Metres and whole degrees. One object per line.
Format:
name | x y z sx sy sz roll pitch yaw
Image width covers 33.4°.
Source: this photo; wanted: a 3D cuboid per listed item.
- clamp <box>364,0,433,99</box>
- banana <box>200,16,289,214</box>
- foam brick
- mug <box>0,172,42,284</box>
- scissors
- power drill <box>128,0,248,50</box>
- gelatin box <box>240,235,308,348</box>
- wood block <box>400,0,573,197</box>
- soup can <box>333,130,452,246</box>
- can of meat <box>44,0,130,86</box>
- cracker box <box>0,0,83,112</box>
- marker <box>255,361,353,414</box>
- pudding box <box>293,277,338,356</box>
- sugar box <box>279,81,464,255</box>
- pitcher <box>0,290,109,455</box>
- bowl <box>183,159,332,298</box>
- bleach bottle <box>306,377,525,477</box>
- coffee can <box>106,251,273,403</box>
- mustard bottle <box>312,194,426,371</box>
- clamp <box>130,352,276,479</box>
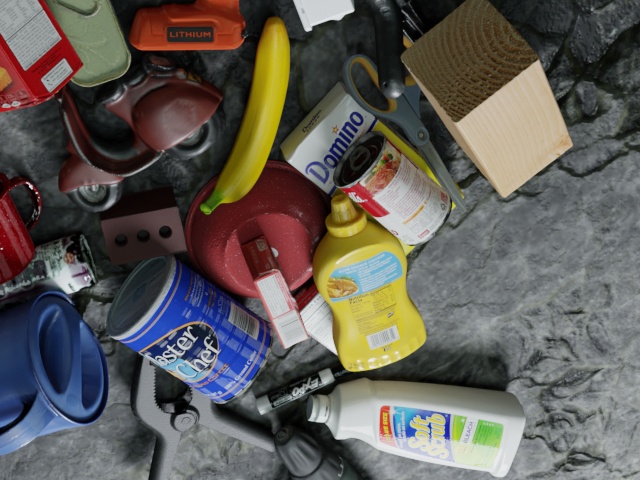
clamp | 0.062 -0.216 0.982 0.039 0.120 0.171 -15 115 31
banana | -0.062 -0.117 1.028 0.037 0.069 0.198 21 102 9
foam brick | -0.178 -0.015 1.062 0.078 0.051 0.053 -12 119 -6
mug | -0.316 -0.014 1.018 0.117 0.093 0.081 -42 132 -32
scissors | 0.102 -0.125 1.062 0.201 0.016 0.096 40 74 -25
power drill | -0.131 -0.264 0.937 0.184 0.057 0.188 -1 118 -12
gelatin box | -0.045 0.050 1.049 0.030 0.073 0.089 -23 119 -2
wood block | 0.161 -0.129 0.998 0.091 0.090 0.206 -39 155 7
soup can | 0.071 -0.050 1.039 0.102 0.068 0.068 39 103 -26
can of meat | -0.208 -0.199 0.939 0.057 0.084 0.102 -20 120 -2
cracker box | -0.319 -0.202 0.871 0.164 0.072 0.213 -2 130 37
marker | -0.016 0.165 1.212 0.121 0.020 0.020 -24 120 0
pudding box | 0.031 0.078 1.167 0.090 0.039 0.113 -45 116 12
sugar box | 0.054 -0.071 1.089 0.176 0.048 0.093 37 104 -28
pitcher | -0.342 0.152 1.036 0.243 0.145 0.149 -20 166 16
bowl | -0.057 0.001 1.096 0.162 0.055 0.162 -6 118 -11
bleach bottle | 0.106 0.214 1.243 0.250 0.068 0.103 8 115 -14
coffee can | -0.134 0.089 1.097 0.140 0.103 0.103 38 104 -27
mustard bottle | 0.043 0.039 1.090 0.096 0.058 0.191 -20 120 -4
clamp | -0.142 0.192 1.187 0.164 0.036 0.210 -20 117 -13
